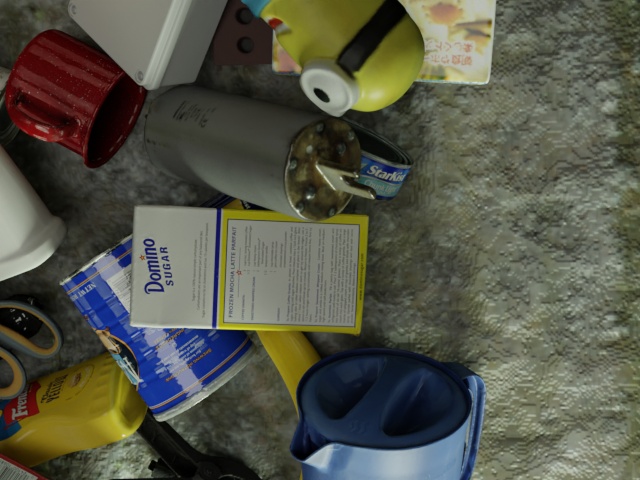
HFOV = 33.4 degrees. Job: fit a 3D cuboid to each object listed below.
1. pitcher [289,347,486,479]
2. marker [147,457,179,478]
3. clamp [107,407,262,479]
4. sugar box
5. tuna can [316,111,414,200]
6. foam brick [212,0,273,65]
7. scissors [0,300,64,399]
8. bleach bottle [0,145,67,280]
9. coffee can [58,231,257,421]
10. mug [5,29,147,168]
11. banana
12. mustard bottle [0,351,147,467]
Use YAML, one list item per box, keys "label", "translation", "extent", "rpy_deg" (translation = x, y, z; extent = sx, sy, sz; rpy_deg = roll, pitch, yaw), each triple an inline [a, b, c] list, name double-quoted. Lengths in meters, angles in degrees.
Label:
- label: "pitcher"
  translation: [0.056, 0.215, 0.865]
  extent: [0.149, 0.145, 0.243]
  rpy_deg: [3, 118, 5]
- label: "marker"
  translation: [-0.100, 0.228, 0.960]
  extent: [0.121, 0.020, 0.020]
  rpy_deg: [26, 107, 3]
- label: "clamp"
  translation: [-0.108, 0.203, 0.927]
  extent: [0.171, 0.120, 0.039]
  rpy_deg: [25, 124, -19]
- label: "sugar box"
  translation: [-0.054, 0.022, 0.813]
  extent: [0.176, 0.048, 0.093]
  rpy_deg: [3, 91, -3]
- label: "tuna can"
  translation: [0.027, -0.065, 0.829]
  extent: [0.086, 0.086, 0.034]
  rpy_deg: [28, 108, 2]
- label: "foam brick"
  translation: [-0.054, -0.176, 0.833]
  extent: [0.053, 0.051, 0.078]
  rpy_deg: [0, 104, 10]
- label: "scissors"
  translation: [-0.317, 0.068, 0.902]
  extent: [0.201, 0.016, 0.096]
  rpy_deg: [20, 100, 0]
- label: "bleach bottle"
  translation: [-0.306, -0.084, 0.830]
  extent: [0.103, 0.068, 0.251]
  rpy_deg: [-18, 114, 24]
- label: "coffee can"
  translation: [-0.133, 0.062, 0.881]
  extent: [0.103, 0.102, 0.140]
  rpy_deg: [-33, 96, 16]
- label: "mug"
  translation: [-0.201, -0.111, 0.846]
  extent: [0.081, 0.117, 0.093]
  rpy_deg: [28, 127, 7]
- label: "banana"
  translation: [-0.015, 0.149, 0.915]
  extent: [0.070, 0.037, 0.198]
  rpy_deg: [-5, 103, 9]
- label: "mustard bottle"
  translation: [-0.245, 0.156, 0.927]
  extent: [0.192, 0.096, 0.058]
  rpy_deg: [-20, 120, 15]
